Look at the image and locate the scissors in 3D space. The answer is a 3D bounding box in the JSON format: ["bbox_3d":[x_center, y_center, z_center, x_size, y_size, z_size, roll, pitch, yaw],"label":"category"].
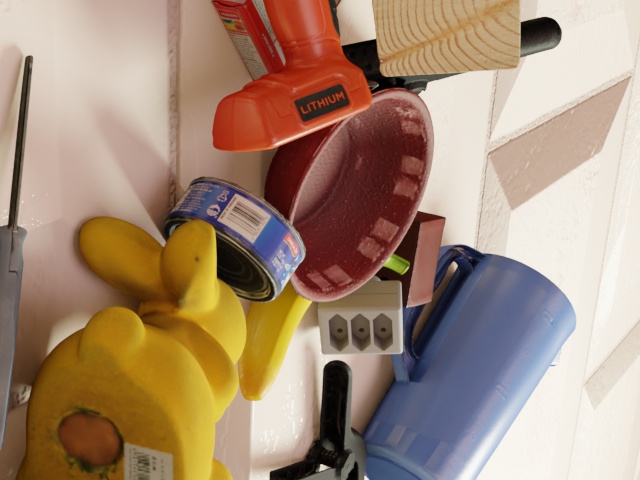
[{"bbox_3d":[-0.153,0.015,0.521,0.016,0.096,0.202,6,105,-16],"label":"scissors"}]

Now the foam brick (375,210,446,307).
[{"bbox_3d":[0.069,0.013,0.920,0.051,0.053,0.078,-13,114,-58],"label":"foam brick"}]

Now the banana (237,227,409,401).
[{"bbox_3d":[-0.006,0.039,0.795,0.197,0.069,0.037,-38,172,-38],"label":"banana"}]

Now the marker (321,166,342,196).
[{"bbox_3d":[0.019,-0.028,0.846,0.020,0.020,0.121,-64,150,-17],"label":"marker"}]

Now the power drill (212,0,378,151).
[{"bbox_3d":[-0.041,-0.149,0.601,0.184,0.057,0.187,-26,112,-42],"label":"power drill"}]

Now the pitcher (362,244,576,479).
[{"bbox_3d":[0.130,0.132,1.027,0.242,0.149,0.145,-53,160,-27],"label":"pitcher"}]

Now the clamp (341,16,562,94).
[{"bbox_3d":[0.070,-0.127,0.785,0.209,0.165,0.036,-7,76,-51],"label":"clamp"}]

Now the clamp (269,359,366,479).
[{"bbox_3d":[0.011,0.178,0.917,0.120,0.039,0.171,-60,155,-15],"label":"clamp"}]

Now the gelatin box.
[{"bbox_3d":[-0.026,-0.157,0.693,0.089,0.030,0.073,-60,147,-23],"label":"gelatin box"}]

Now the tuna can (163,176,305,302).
[{"bbox_3d":[-0.054,0.001,0.664,0.033,0.086,0.086,-57,147,-24],"label":"tuna can"}]

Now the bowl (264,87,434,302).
[{"bbox_3d":[0.011,-0.040,0.752,0.161,0.055,0.162,-35,140,-36],"label":"bowl"}]

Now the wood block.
[{"bbox_3d":[0.089,-0.203,0.727,0.206,0.091,0.090,-79,164,-50],"label":"wood block"}]
